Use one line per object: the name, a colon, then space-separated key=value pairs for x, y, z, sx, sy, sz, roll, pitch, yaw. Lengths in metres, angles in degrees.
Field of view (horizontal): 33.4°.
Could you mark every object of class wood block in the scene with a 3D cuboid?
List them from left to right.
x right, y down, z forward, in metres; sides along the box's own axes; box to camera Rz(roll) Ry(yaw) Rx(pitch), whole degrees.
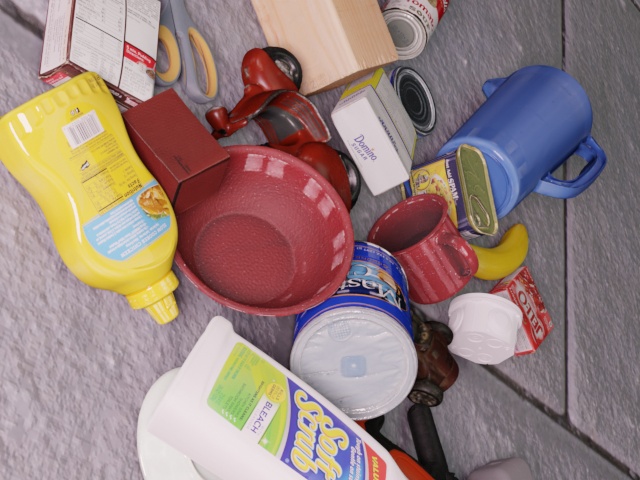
wood block: x=-0.012 y=-0.256 z=1.069 sx=0.090 sy=0.090 sz=0.206 roll=-26 pitch=95 yaw=-53

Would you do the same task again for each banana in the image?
banana: x=0.208 y=0.013 z=1.278 sx=0.197 sy=0.037 sz=0.069 roll=-2 pitch=77 yaw=-53

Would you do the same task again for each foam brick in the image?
foam brick: x=-0.118 y=-0.069 z=0.841 sx=0.052 sy=0.051 sz=0.078 roll=-31 pitch=73 yaw=-31

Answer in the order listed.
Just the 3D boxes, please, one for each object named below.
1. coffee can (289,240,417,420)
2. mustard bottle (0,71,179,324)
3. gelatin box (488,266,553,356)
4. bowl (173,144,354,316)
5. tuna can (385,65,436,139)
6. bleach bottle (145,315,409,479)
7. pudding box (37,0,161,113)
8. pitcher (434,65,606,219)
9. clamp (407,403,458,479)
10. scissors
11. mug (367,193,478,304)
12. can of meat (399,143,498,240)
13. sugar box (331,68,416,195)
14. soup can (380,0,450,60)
coffee can: x=0.028 y=0.074 z=0.915 sx=0.102 sy=0.103 sz=0.140 roll=56 pitch=14 yaw=-19
mustard bottle: x=-0.159 y=-0.022 z=0.792 sx=0.096 sy=0.058 sz=0.191 roll=-41 pitch=107 yaw=-45
gelatin box: x=0.245 y=0.086 z=1.299 sx=0.073 sy=0.030 sz=0.089 roll=-35 pitch=102 yaw=-53
bowl: x=-0.056 y=0.001 z=0.886 sx=0.162 sy=0.055 sz=0.162 roll=9 pitch=58 yaw=-15
tuna can: x=0.095 y=-0.154 z=1.210 sx=0.086 sy=0.034 sz=0.086 roll=27 pitch=54 yaw=-44
bleach bottle: x=0.000 y=0.164 z=0.796 sx=0.251 sy=0.068 sz=0.102 roll=32 pitch=45 yaw=-3
pudding box: x=-0.175 y=-0.162 z=0.855 sx=0.089 sy=0.039 sz=0.113 roll=27 pitch=52 yaw=-43
pitcher: x=0.240 y=-0.110 z=1.294 sx=0.242 sy=0.149 sz=0.145 roll=-41 pitch=118 yaw=-49
clamp: x=0.112 y=0.229 z=1.016 sx=0.120 sy=0.039 sz=0.171 roll=53 pitch=15 yaw=-3
scissors: x=-0.143 y=-0.215 z=0.940 sx=0.096 sy=0.016 sz=0.202 roll=-20 pitch=90 yaw=-54
mug: x=0.115 y=0.012 z=1.094 sx=0.093 sy=0.117 sz=0.081 roll=-50 pitch=122 yaw=-25
can of meat: x=0.139 y=-0.044 z=1.173 sx=0.057 sy=0.084 sz=0.102 roll=10 pitch=66 yaw=-51
sugar box: x=0.057 y=-0.115 z=1.087 sx=0.093 sy=0.048 sz=0.176 roll=60 pitch=18 yaw=-12
soup can: x=0.106 y=-0.263 z=1.246 sx=0.068 sy=0.069 sz=0.102 roll=54 pitch=40 yaw=-22
